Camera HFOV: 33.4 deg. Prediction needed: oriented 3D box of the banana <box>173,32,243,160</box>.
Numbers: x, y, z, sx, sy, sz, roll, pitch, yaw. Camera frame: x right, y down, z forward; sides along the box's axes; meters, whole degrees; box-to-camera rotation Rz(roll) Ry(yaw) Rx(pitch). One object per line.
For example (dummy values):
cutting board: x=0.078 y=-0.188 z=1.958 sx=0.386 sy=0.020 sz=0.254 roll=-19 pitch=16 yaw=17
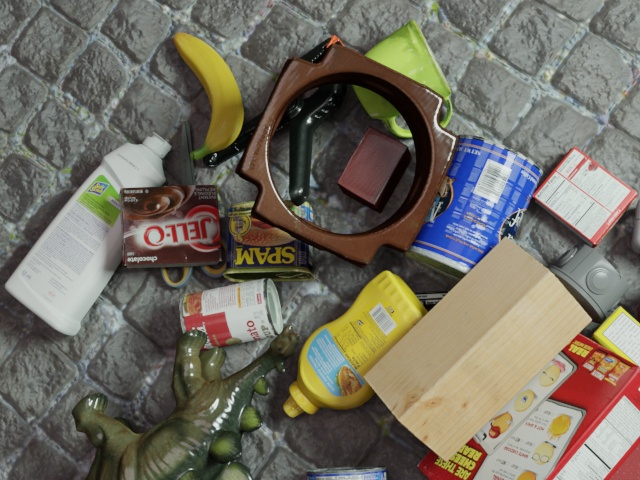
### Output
banana: x=-0.128 y=-0.175 z=1.255 sx=0.069 sy=0.037 sz=0.198 roll=4 pitch=51 yaw=-22

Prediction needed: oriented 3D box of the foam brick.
foam brick: x=0.062 y=-0.079 z=1.211 sx=0.051 sy=0.053 sz=0.078 roll=29 pitch=85 yaw=15

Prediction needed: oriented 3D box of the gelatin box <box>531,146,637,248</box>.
gelatin box: x=0.288 y=-0.048 z=1.170 sx=0.089 sy=0.030 sz=0.073 roll=40 pitch=91 yaw=16

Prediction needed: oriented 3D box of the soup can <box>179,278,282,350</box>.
soup can: x=-0.100 y=0.084 z=1.205 sx=0.102 sy=0.068 sz=0.068 roll=-12 pitch=78 yaw=9

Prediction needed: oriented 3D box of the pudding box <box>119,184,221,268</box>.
pudding box: x=-0.171 y=-0.015 z=1.219 sx=0.113 sy=0.039 sz=0.090 roll=-3 pitch=80 yaw=-10

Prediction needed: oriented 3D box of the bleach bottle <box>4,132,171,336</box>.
bleach bottle: x=-0.257 y=-0.016 z=1.261 sx=0.102 sy=0.068 sz=0.251 roll=36 pitch=86 yaw=11

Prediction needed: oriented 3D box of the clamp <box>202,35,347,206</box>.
clamp: x=-0.039 y=-0.147 z=1.242 sx=0.165 sy=0.036 sz=0.210 roll=17 pitch=74 yaw=36

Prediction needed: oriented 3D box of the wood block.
wood block: x=0.158 y=0.110 z=1.080 sx=0.206 sy=0.090 sz=0.091 roll=-45 pitch=34 yaw=1

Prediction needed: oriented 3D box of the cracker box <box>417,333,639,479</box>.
cracker box: x=0.220 y=0.196 z=1.066 sx=0.072 sy=0.164 sz=0.213 roll=42 pitch=86 yaw=-25

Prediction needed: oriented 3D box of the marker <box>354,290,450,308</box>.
marker: x=0.098 y=0.067 z=1.193 sx=0.121 sy=0.020 sz=0.020 roll=-3 pitch=79 yaw=11

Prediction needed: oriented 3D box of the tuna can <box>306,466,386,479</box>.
tuna can: x=0.028 y=0.260 z=1.137 sx=0.086 sy=0.086 sz=0.034 roll=-5 pitch=80 yaw=11

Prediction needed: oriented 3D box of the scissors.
scissors: x=-0.138 y=-0.039 z=1.263 sx=0.096 sy=0.016 sz=0.202 roll=10 pitch=82 yaw=11

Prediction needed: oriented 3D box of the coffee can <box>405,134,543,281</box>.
coffee can: x=0.166 y=-0.030 z=1.154 sx=0.103 sy=0.102 sz=0.140 roll=23 pitch=85 yaw=15

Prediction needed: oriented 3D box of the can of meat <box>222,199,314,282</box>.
can of meat: x=-0.058 y=0.001 z=1.219 sx=0.102 sy=0.057 sz=0.084 roll=-2 pitch=76 yaw=11

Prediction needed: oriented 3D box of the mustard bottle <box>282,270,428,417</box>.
mustard bottle: x=0.033 y=0.128 z=1.166 sx=0.192 sy=0.058 sz=0.096 roll=-42 pitch=65 yaw=12
